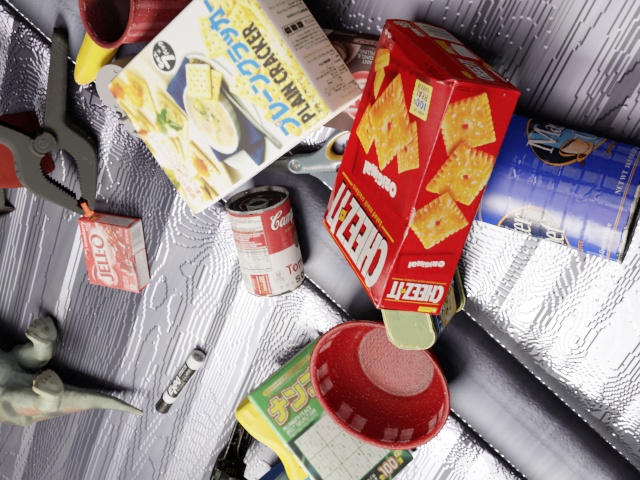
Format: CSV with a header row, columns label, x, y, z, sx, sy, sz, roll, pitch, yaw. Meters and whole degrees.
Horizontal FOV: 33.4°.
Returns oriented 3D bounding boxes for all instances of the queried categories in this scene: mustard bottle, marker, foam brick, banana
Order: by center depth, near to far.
label,x,y,z,sx,sy,sz,roll,pitch,yaw
banana,-0.230,-0.249,1.113,0.070,0.037,0.198,29,127,34
mustard bottle,-0.003,0.236,1.218,0.191,0.096,0.058,50,168,-5
foam brick,-0.356,-0.106,1.247,0.051,0.052,0.078,-4,113,30
marker,-0.176,0.178,1.322,0.020,0.020,0.121,40,127,4

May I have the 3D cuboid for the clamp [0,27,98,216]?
label,x,y,z,sx,sy,sz,roll,pitch,yaw
clamp,-0.323,-0.113,1.196,0.164,0.036,0.210,-23,115,-5

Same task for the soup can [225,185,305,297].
label,x,y,z,sx,sy,sz,roll,pitch,yaw
soup can,-0.057,0.001,1.132,0.069,0.068,0.102,2,117,28

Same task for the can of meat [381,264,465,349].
label,x,y,z,sx,sy,sz,roll,pitch,yaw
can of meat,0.098,0.047,1.062,0.058,0.083,0.102,-3,114,29

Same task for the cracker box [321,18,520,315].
label,x,y,z,sx,sy,sz,roll,pitch,yaw
cracker box,0.079,-0.068,0.940,0.072,0.164,0.214,7,116,-23

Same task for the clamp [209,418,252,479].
label,x,y,z,sx,sy,sz,roll,pitch,yaw
clamp,-0.110,0.284,1.291,0.039,0.120,0.172,18,129,-5

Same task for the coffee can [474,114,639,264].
label,x,y,z,sx,sy,sz,roll,pitch,yaw
coffee can,0.211,-0.048,0.938,0.140,0.102,0.103,18,123,19

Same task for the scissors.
label,x,y,z,sx,sy,sz,roll,pitch,yaw
scissors,-0.009,-0.064,1.103,0.202,0.016,0.096,-16,107,34

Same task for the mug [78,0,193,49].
label,x,y,z,sx,sy,sz,roll,pitch,yaw
mug,-0.181,-0.248,1.048,0.093,0.081,0.117,-19,86,46

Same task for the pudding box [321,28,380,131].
label,x,y,z,sx,sy,sz,roll,pitch,yaw
pudding box,0.016,-0.154,1.025,0.114,0.039,0.090,14,122,22

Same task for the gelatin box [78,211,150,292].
label,x,y,z,sx,sy,sz,roll,pitch,yaw
gelatin box,-0.244,0.014,1.264,0.073,0.030,0.089,10,119,24

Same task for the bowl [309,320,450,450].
label,x,y,z,sx,sy,sz,roll,pitch,yaw
bowl,0.071,0.144,1.147,0.162,0.055,0.162,13,121,22
